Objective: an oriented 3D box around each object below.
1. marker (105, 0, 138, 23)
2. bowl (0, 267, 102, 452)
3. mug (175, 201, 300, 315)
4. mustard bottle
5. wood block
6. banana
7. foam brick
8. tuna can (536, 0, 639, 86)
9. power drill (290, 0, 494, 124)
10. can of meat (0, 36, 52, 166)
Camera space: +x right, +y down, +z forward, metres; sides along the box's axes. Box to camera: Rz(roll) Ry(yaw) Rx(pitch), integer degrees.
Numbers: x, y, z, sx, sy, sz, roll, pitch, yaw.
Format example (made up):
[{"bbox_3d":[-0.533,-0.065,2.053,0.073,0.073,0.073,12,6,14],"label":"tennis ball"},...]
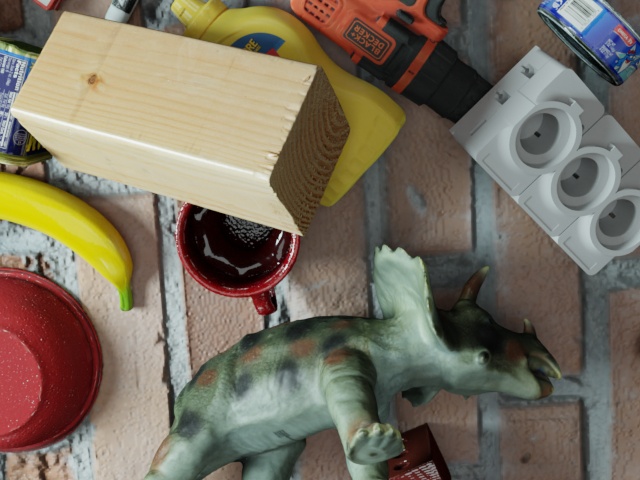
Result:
[{"bbox_3d":[-0.145,-0.195,0.823,0.020,0.020,0.121,29,101,-3],"label":"marker"},{"bbox_3d":[-0.263,0.106,0.868,0.162,0.055,0.162,1,101,3],"label":"bowl"},{"bbox_3d":[-0.055,0.001,0.825,0.093,0.081,0.117,-19,99,6],"label":"mug"},{"bbox_3d":[-0.035,-0.120,0.810,0.191,0.058,0.096,41,121,-4],"label":"mustard bottle"},{"bbox_3d":[-0.096,-0.084,0.748,0.206,0.090,0.090,17,72,22],"label":"wood block"},{"bbox_3d":[-0.227,-0.014,0.852,0.198,0.037,0.070,29,101,-3],"label":"banana"},{"bbox_3d":[0.075,0.192,0.858,0.053,0.078,0.051,-24,101,7],"label":"foam brick"},{"bbox_3d":[0.200,-0.153,0.782,0.086,0.086,0.034,42,101,-6],"label":"tuna can"},{"bbox_3d":[0.096,-0.190,0.773,0.184,0.057,0.188,33,116,-7],"label":"power drill"},{"bbox_3d":[-0.228,-0.106,0.803,0.057,0.102,0.084,17,99,-1],"label":"can of meat"}]
